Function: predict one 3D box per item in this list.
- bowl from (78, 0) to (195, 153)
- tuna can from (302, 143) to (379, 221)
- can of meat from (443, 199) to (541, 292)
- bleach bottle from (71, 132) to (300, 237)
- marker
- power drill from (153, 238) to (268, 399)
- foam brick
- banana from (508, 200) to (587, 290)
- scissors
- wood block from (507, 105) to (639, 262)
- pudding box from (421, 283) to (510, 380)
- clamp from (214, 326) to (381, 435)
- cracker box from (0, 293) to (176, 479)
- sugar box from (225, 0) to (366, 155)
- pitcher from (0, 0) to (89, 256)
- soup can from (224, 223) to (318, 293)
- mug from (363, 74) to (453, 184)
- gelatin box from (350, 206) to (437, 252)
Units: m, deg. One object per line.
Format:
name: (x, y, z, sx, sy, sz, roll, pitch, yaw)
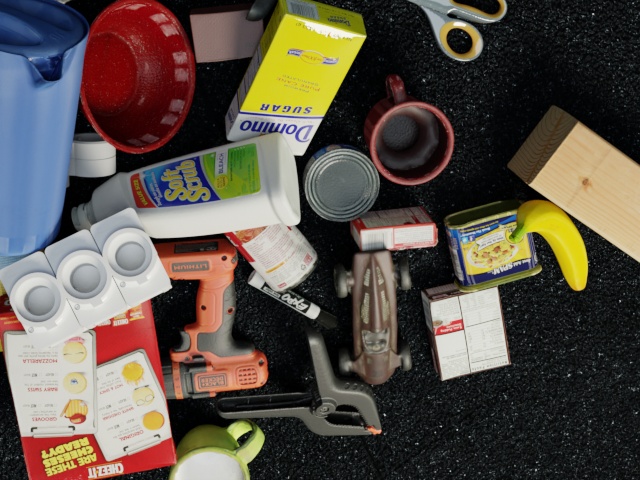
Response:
bowl: (-0.207, -0.174, 1.122, 0.161, 0.055, 0.162, -14, 109, -50)
tuna can: (0.023, -0.067, 1.223, 0.086, 0.034, 0.086, -2, 108, -7)
can of meat: (0.201, 0.004, 1.258, 0.102, 0.057, 0.084, -16, 107, -3)
bleach bottle: (-0.151, -0.042, 1.161, 0.251, 0.102, 0.068, -12, 148, 12)
marker: (-0.031, 0.072, 1.269, 0.121, 0.020, 0.020, 31, 101, -16)
power drill: (-0.159, 0.096, 1.242, 0.184, 0.057, 0.188, -6, 110, -6)
foam brick: (-0.100, -0.224, 1.147, 0.078, 0.051, 0.053, -6, 109, -5)
banana: (0.271, -0.002, 1.245, 0.197, 0.037, 0.069, 29, 85, -48)
scissors: (0.106, -0.254, 1.183, 0.201, 0.016, 0.096, 5, 107, -9)
wood block: (0.334, -0.057, 1.239, 0.206, 0.090, 0.091, 33, 102, -16)
pudding box: (0.177, 0.106, 1.298, 0.090, 0.039, 0.113, -13, 111, -4)
clamp: (0.003, 0.180, 1.262, 0.209, 0.036, 0.165, 24, 124, -33)
cracker box: (-0.257, 0.155, 1.184, 0.164, 0.072, 0.214, -9, 109, -8)
sugar box: (-0.030, -0.171, 1.132, 0.093, 0.048, 0.176, 11, 132, -20)
pitcher: (-0.307, -0.115, 1.045, 0.145, 0.149, 0.243, 14, 123, -1)
soup can: (-0.058, 0.001, 1.217, 0.068, 0.068, 0.102, -38, 109, 5)
mug: (0.091, -0.128, 1.187, 0.093, 0.081, 0.117, -17, 109, -2)
gelatin box: (0.083, -0.013, 1.228, 0.089, 0.073, 0.030, -5, 107, -6)
